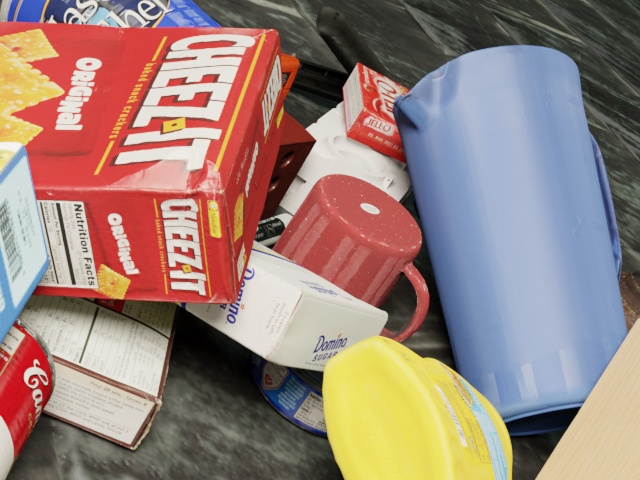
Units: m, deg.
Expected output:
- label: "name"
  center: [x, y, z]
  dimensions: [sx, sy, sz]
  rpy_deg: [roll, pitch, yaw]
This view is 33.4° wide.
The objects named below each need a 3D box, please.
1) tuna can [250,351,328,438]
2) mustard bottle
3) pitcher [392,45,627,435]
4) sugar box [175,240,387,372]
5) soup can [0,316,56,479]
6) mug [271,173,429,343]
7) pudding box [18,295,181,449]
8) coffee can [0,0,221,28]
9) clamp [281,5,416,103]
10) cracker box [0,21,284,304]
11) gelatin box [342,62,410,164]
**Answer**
- label: "tuna can"
  center: [0.002, 0.077, 0.640]
  dimensions: [0.086, 0.034, 0.086]
  rpy_deg: [25, 29, -15]
- label: "mustard bottle"
  center: [0.065, 0.110, 0.585]
  dimensions: [0.096, 0.058, 0.191]
  rpy_deg: [65, 14, 21]
- label: "pitcher"
  center: [0.141, 0.003, 0.724]
  dimensions: [0.145, 0.149, 0.243]
  rpy_deg: [68, 13, -70]
- label: "sugar box"
  center: [-0.059, 0.016, 0.589]
  dimensions: [0.176, 0.048, 0.093]
  rpy_deg: [31, 6, 33]
- label: "soup can"
  center: [-0.157, 0.079, 0.433]
  dimensions: [0.068, 0.069, 0.102]
  rpy_deg: [29, 28, -9]
- label: "mug"
  center: [0.022, 0.018, 0.705]
  dimensions: [0.117, 0.082, 0.093]
  rpy_deg: [43, 29, 18]
- label: "pudding box"
  center: [-0.132, 0.046, 0.545]
  dimensions: [0.113, 0.039, 0.090]
  rpy_deg: [24, 29, -13]
- label: "coffee can"
  center: [-0.120, -0.120, 0.685]
  dimensions: [0.140, 0.103, 0.102]
  rpy_deg: [43, 29, 15]
- label: "clamp"
  center: [0.053, -0.130, 0.936]
  dimensions: [0.210, 0.036, 0.165]
  rpy_deg: [28, -13, -10]
- label: "cracker box"
  center: [-0.135, -0.049, 0.540]
  dimensions: [0.214, 0.072, 0.164]
  rpy_deg: [2, 37, 6]
- label: "gelatin box"
  center: [0.057, -0.098, 0.846]
  dimensions: [0.073, 0.030, 0.089]
  rpy_deg: [24, 28, -16]
